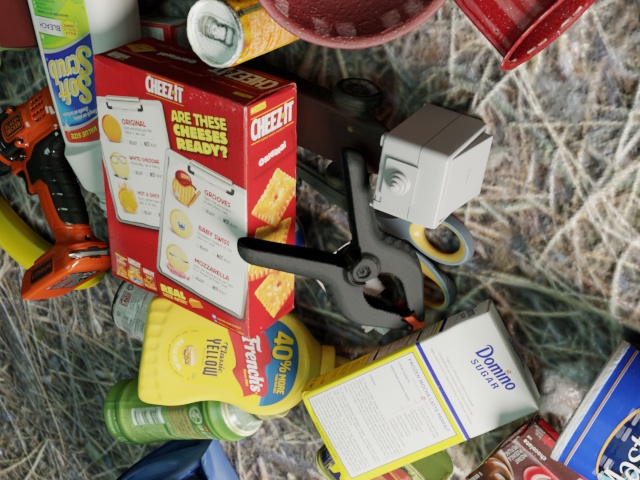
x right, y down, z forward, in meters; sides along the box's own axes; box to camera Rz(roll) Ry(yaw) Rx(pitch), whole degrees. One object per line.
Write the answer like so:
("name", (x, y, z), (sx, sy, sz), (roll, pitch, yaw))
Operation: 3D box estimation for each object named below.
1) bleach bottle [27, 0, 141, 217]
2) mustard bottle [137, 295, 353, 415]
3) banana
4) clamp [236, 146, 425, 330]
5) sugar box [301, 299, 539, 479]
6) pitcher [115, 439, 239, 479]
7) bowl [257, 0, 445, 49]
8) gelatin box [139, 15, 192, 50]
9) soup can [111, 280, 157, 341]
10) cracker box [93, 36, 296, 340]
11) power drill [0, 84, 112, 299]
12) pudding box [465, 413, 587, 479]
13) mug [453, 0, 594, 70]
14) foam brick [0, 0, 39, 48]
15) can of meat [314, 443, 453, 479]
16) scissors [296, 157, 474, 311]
("bleach bottle", (-0.191, -0.136, 0.929), (0.103, 0.068, 0.251), (12, 122, 33))
("mustard bottle", (-0.064, 0.107, 0.959), (0.191, 0.058, 0.096), (7, 88, -6))
("banana", (-0.295, 0.005, 1.132), (0.198, 0.037, 0.070), (24, 107, 23))
("clamp", (0.018, 0.019, 0.843), (0.120, 0.039, 0.171), (-31, 118, 9))
("sugar box", (0.081, 0.126, 0.879), (0.176, 0.048, 0.093), (-26, 96, 16))
("pitcher", (-0.115, 0.328, 1.110), (0.145, 0.149, 0.243), (-27, 99, 11))
("bowl", (0.022, -0.219, 0.749), (0.162, 0.055, 0.162), (-5, 128, -7))
("gelatin box", (-0.154, -0.163, 0.949), (0.089, 0.030, 0.073), (14, 120, 32))
("soup can", (-0.143, 0.075, 1.035), (0.102, 0.068, 0.068), (24, 124, 24))
("cracker box", (-0.101, -0.045, 0.888), (0.164, 0.072, 0.214), (22, 126, 30))
("power drill", (-0.280, -0.041, 1.050), (0.185, 0.057, 0.188), (-26, 78, 42))
("pudding box", (0.178, 0.198, 0.865), (0.090, 0.039, 0.114), (43, 153, 10))
("mug", (0.139, -0.181, 0.702), (0.117, 0.093, 0.081), (-41, 80, 10))
("foam brick", (-0.251, -0.208, 0.964), (0.053, 0.078, 0.051), (6, 117, 33))
("can of meat", (0.059, 0.200, 0.962), (0.102, 0.057, 0.084), (45, 127, 8))
("scissors", (0.048, -0.028, 0.880), (0.202, 0.016, 0.096), (49, 132, 4))
